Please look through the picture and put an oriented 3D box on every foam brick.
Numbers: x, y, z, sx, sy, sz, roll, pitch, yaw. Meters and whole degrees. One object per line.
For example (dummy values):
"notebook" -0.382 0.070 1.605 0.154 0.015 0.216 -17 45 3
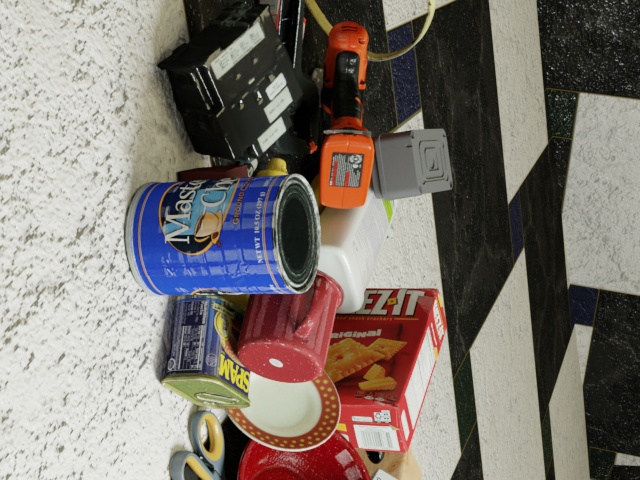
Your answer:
"foam brick" -0.098 -0.031 1.013 0.053 0.051 0.078 -28 114 -67

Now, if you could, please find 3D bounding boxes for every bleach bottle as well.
"bleach bottle" 0.052 -0.029 1.279 0.250 0.068 0.102 -59 142 -46

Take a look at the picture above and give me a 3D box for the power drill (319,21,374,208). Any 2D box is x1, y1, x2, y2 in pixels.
"power drill" 0.025 -0.128 1.221 0.184 0.057 0.187 93 -3 -48

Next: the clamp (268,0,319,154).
"clamp" -0.048 -0.149 1.150 0.164 0.036 0.210 -55 152 -23

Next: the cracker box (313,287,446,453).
"cracker box" 0.038 0.137 1.195 0.213 0.164 0.072 -62 146 -52

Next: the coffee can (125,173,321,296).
"coffee can" -0.083 -0.003 0.926 0.102 0.140 0.103 -2 90 -69

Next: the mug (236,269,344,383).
"mug" -0.024 0.073 0.969 0.093 0.117 0.081 25 55 -18

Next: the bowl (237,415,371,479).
"bowl" -0.025 0.261 1.071 0.161 0.055 0.162 18 54 -27

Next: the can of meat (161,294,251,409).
"can of meat" -0.101 0.103 0.989 0.102 0.057 0.084 49 41 -60

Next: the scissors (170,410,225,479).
"scissors" -0.094 0.233 1.049 0.201 0.016 0.096 53 40 -56
